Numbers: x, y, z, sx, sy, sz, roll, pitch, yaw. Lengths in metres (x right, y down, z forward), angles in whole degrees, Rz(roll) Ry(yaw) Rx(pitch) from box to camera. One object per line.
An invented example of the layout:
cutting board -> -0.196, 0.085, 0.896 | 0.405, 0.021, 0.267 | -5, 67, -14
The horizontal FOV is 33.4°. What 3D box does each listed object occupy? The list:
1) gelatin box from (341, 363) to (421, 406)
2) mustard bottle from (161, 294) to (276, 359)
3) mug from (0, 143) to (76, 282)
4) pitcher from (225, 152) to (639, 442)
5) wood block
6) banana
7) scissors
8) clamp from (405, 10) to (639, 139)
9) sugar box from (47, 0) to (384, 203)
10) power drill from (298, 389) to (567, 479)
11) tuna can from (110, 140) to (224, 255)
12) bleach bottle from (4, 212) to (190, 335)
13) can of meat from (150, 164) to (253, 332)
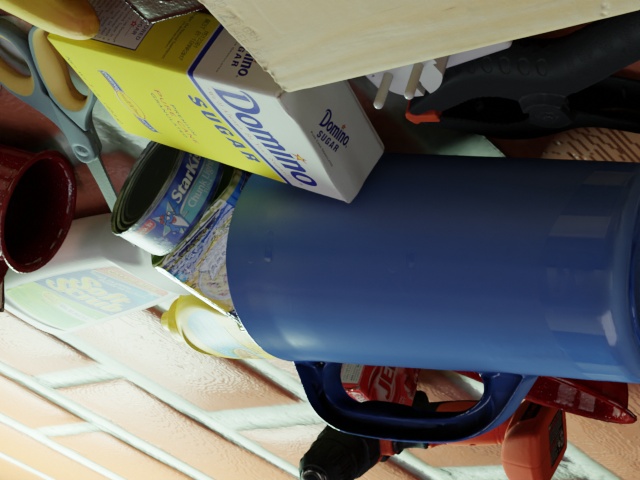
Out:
gelatin box -> 0.049, 0.092, 0.823 | 0.030, 0.089, 0.073 | -3, 145, 37
mustard bottle -> -0.061, 0.062, 0.873 | 0.192, 0.058, 0.096 | -7, 144, 40
mug -> -0.244, -0.019, 0.790 | 0.082, 0.117, 0.093 | 15, 175, 18
pitcher -> 0.076, 0.023, 0.591 | 0.243, 0.145, 0.149 | 3, 140, 40
wood block -> 0.052, -0.135, 0.414 | 0.207, 0.090, 0.090 | -7, 144, 40
banana -> -0.208, -0.156, 0.572 | 0.197, 0.069, 0.037 | 21, 122, -8
scissors -> -0.175, -0.075, 0.714 | 0.096, 0.016, 0.202 | 20, 143, 13
clamp -> 0.126, -0.073, 0.534 | 0.172, 0.039, 0.120 | -1, 152, 45
sugar box -> -0.059, -0.081, 0.583 | 0.176, 0.048, 0.093 | 22, 160, 36
power drill -> 0.093, 0.160, 0.860 | 0.188, 0.184, 0.057 | 0, 106, 26
tuna can -> -0.100, -0.034, 0.697 | 0.033, 0.086, 0.086 | 32, 150, -26
bleach bottle -> -0.169, 0.016, 0.858 | 0.102, 0.068, 0.251 | 39, 144, -29
can of meat -> -0.055, 0.001, 0.730 | 0.083, 0.057, 0.102 | 35, 116, -22
